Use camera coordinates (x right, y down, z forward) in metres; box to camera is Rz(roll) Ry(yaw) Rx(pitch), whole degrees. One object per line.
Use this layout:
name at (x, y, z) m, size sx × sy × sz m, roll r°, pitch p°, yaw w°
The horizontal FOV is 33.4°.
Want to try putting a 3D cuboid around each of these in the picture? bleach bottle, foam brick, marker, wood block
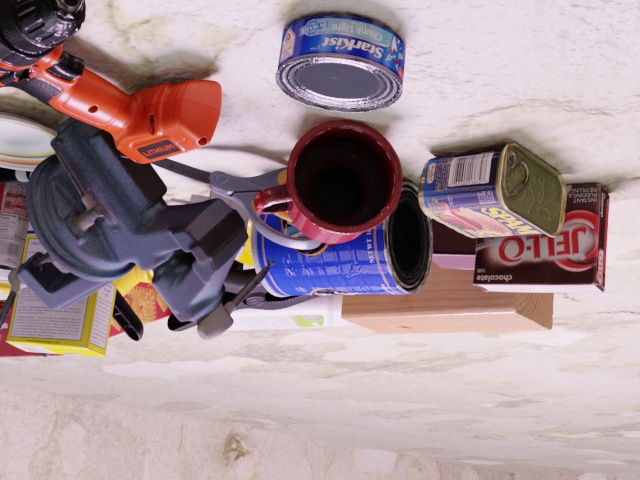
bleach bottle at (-0.035, 0.084, 1.381) m, size 0.251 × 0.068 × 0.102 m, roll 0°, pitch 163°, yaw 15°
foam brick at (0.147, -0.003, 1.022) m, size 0.078 × 0.051 × 0.053 m, roll 1°, pitch 164°, yaw 21°
marker at (-0.266, -0.066, 1.038) m, size 0.121 × 0.020 × 0.020 m, roll 1°, pitch 163°, yaw 22°
wood block at (0.134, 0.047, 1.130) m, size 0.206 × 0.090 × 0.090 m, roll -5°, pitch 161°, yaw 35°

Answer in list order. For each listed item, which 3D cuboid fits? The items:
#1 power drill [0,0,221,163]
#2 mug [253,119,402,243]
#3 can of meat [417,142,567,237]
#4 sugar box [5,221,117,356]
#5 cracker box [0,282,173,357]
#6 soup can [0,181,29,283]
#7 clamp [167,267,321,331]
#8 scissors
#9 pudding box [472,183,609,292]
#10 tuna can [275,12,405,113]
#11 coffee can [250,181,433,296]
power drill at (-0.164, -0.118, 0.752) m, size 0.187 × 0.057 × 0.185 m, roll 24°, pitch 161°, yaw -38°
mug at (0.003, -0.040, 0.874) m, size 0.117 × 0.093 × 0.081 m, roll -15°, pitch 172°, yaw -10°
can of meat at (0.144, -0.038, 0.895) m, size 0.084 × 0.057 × 0.101 m, roll -4°, pitch 160°, yaw 42°
sugar box at (-0.244, 0.022, 1.048) m, size 0.093 × 0.176 × 0.048 m, roll 2°, pitch 161°, yaw 18°
cracker box at (-0.297, 0.084, 1.328) m, size 0.164 × 0.072 × 0.213 m, roll -7°, pitch -173°, yaw 39°
soup can at (-0.320, -0.013, 1.093) m, size 0.068 × 0.102 × 0.068 m, roll 6°, pitch 164°, yaw 2°
clamp at (-0.088, 0.063, 1.288) m, size 0.209 × 0.036 × 0.165 m, roll -2°, pitch 152°, yaw -18°
scissors at (-0.072, -0.059, 0.957) m, size 0.202 × 0.096 × 0.016 m, roll 33°, pitch 144°, yaw 19°
pudding box at (0.195, 0.000, 0.942) m, size 0.114 × 0.090 × 0.039 m, roll -3°, pitch 162°, yaw 31°
tuna can at (0.014, -0.118, 0.714) m, size 0.086 × 0.034 × 0.086 m, roll 7°, pitch 164°, yaw 2°
coffee can at (0.021, 0.000, 0.994) m, size 0.141 × 0.103 × 0.102 m, roll -3°, pitch 161°, yaw 29°
